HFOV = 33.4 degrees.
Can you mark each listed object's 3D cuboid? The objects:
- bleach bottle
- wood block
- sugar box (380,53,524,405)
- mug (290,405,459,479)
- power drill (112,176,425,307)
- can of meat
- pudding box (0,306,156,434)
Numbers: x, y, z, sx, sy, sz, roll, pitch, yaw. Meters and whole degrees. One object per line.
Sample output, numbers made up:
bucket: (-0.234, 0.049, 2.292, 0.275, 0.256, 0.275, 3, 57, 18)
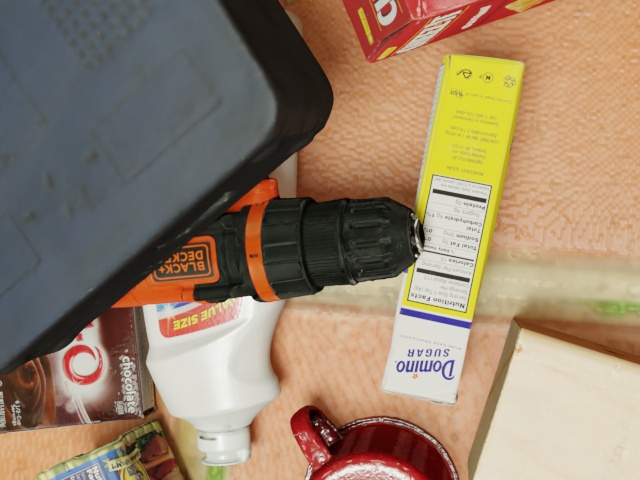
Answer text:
bleach bottle: (-0.054, 0.001, 0.607, 0.103, 0.068, 0.251, -3, 92, 12)
wood block: (0.190, 0.115, 0.560, 0.206, 0.090, 0.090, 17, 92, 8)
sugar box: (0.071, -0.006, 0.575, 0.048, 0.093, 0.176, 9, 92, 8)
mug: (0.024, 0.140, 0.587, 0.093, 0.081, 0.117, -37, 86, 6)
power drill: (-0.046, -0.060, 0.536, 0.185, 0.057, 0.187, -6, 93, 17)
can of meat: (-0.107, 0.152, 0.596, 0.057, 0.102, 0.084, -26, 85, 8)
pudding box: (-0.149, 0.053, 0.632, 0.090, 0.039, 0.113, -7, 89, 8)
